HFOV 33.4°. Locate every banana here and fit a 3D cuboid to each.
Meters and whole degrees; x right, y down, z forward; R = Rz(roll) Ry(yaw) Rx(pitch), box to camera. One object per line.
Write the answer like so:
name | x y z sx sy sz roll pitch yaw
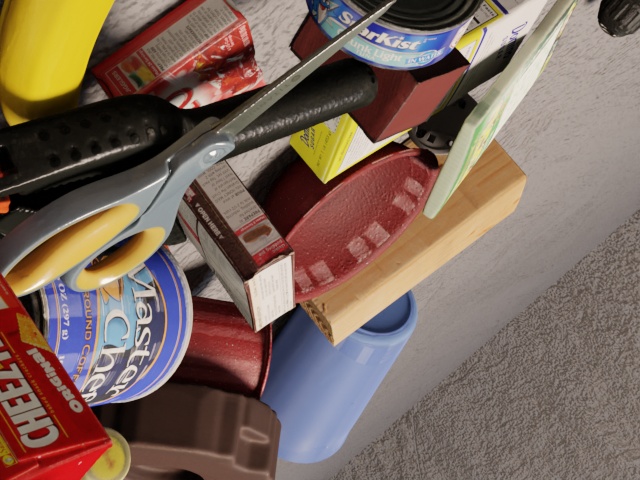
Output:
banana | -0.087 -0.098 0.409 0.069 0.037 0.198 -19 156 -52

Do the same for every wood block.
wood block | 0.065 -0.012 0.916 0.206 0.091 0.090 -36 165 -8

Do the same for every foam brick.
foam brick | 0.033 -0.104 0.600 0.052 0.078 0.051 -27 160 -43

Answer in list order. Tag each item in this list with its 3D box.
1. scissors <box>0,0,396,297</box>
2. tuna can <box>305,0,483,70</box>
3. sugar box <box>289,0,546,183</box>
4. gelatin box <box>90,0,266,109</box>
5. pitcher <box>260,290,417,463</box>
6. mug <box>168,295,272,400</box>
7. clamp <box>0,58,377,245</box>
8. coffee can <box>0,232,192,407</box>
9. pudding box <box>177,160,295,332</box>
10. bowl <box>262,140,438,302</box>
scissors | -0.051 -0.031 0.458 0.201 0.016 0.096 -32 165 -2
tuna can | 0.036 -0.126 0.523 0.086 0.086 0.034 -30 164 -29
sugar box | 0.065 -0.115 0.705 0.176 0.048 0.093 -35 166 -26
gelatin box | -0.066 -0.078 0.532 0.073 0.030 0.089 -37 165 -6
pitcher | 0.018 0.124 1.140 0.243 0.145 0.149 -60 -174 47
mug | -0.095 0.086 0.810 0.081 0.093 0.117 11 164 -21
clamp | -0.073 -0.039 0.490 0.165 0.036 0.209 -34 168 25
coffee can | -0.144 0.040 0.557 0.103 0.103 0.140 -43 164 15
pudding box | -0.055 0.001 0.675 0.039 0.090 0.113 -35 164 -11
bowl | 0.009 -0.026 0.794 0.162 0.055 0.162 -33 157 -17
